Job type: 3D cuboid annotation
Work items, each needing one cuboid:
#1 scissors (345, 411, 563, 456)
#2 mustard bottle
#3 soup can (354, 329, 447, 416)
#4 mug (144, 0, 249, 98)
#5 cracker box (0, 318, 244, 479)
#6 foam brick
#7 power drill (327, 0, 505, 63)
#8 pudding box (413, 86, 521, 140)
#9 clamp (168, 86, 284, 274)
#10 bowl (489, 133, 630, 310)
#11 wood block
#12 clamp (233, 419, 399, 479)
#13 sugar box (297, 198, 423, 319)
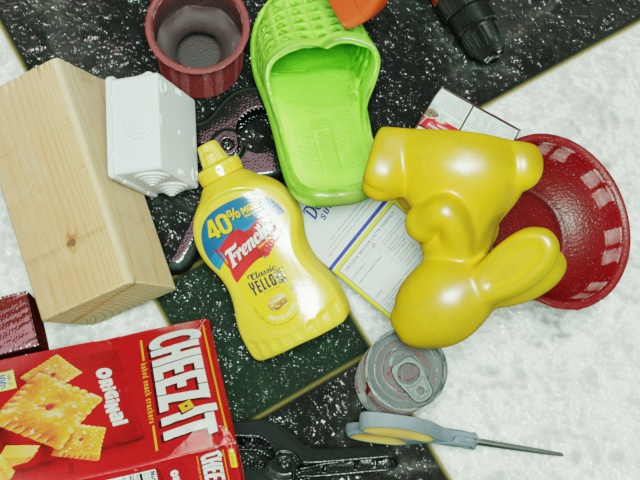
[{"bbox_3d":[0.108,0.175,0.936,0.201,0.096,0.016,18,68,-31],"label":"scissors"},{"bbox_3d":[-0.056,0.001,0.931,0.096,0.058,0.191,-26,93,14],"label":"mustard bottle"},{"bbox_3d":[0.066,0.116,0.912,0.068,0.102,0.068,1,76,-3],"label":"soup can"},{"bbox_3d":[-0.120,-0.190,0.988,0.093,0.081,0.117,-42,82,-12],"label":"mug"},{"bbox_3d":[-0.179,0.152,0.857,0.213,0.072,0.164,-12,34,-8],"label":"cracker box"},{"bbox_3d":[-0.282,0.081,0.925,0.078,0.053,0.051,-14,77,-7],"label":"foam brick"},{"bbox_3d":[0.080,-0.238,0.980,0.187,0.057,0.184,-16,74,-48],"label":"power drill"},{"bbox_3d":[0.122,-0.075,0.997,0.090,0.039,0.113,30,78,3],"label":"pudding box"},{"bbox_3d":[-0.094,-0.089,0.987,0.210,0.036,0.164,-35,81,-7],"label":"clamp"},{"bbox_3d":[0.199,-0.012,0.962,0.161,0.055,0.162,6,74,-24],"label":"bowl"},{"bbox_3d":[-0.213,-0.039,0.927,0.091,0.090,0.206,-23,77,15],"label":"wood block"},{"bbox_3d":[-0.021,0.193,0.908,0.172,0.039,0.120,29,46,20],"label":"clamp"},{"bbox_3d":[0.058,0.006,0.956,0.176,0.048,0.093,41,101,9],"label":"sugar box"}]
